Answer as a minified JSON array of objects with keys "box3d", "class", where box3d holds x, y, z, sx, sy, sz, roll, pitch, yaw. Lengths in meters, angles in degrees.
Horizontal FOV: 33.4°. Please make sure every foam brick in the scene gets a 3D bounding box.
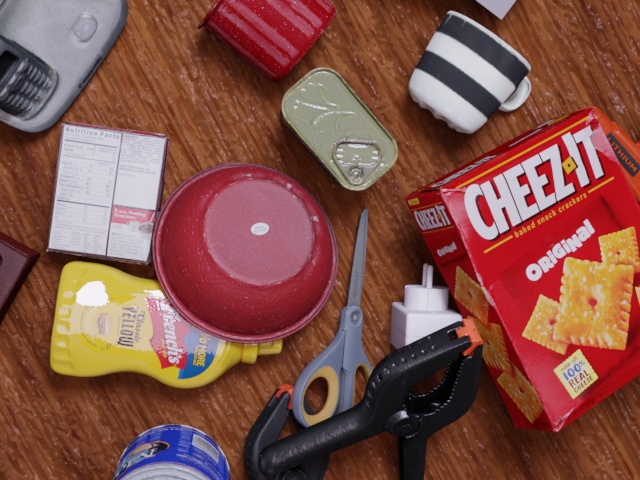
[{"box3d":[-0.280,0.033,0.896,0.053,0.051,0.078,29,91,-5],"class":"foam brick"}]

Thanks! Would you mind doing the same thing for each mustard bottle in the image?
[{"box3d":[-0.127,0.076,0.908,0.191,0.058,0.096,8,88,-5],"class":"mustard bottle"}]

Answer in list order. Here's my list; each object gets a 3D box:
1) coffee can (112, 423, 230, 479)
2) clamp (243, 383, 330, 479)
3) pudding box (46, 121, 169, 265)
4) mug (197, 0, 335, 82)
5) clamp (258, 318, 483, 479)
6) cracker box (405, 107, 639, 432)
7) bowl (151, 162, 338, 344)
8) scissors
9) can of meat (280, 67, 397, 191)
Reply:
[{"box3d":[-0.124,0.216,0.875,0.102,0.140,0.103,0,93,-5],"class":"coffee can"},{"box3d":[-0.038,0.214,0.924,0.120,0.039,0.171,-9,91,-30],"class":"clamp"},{"box3d":[-0.180,-0.040,0.907,0.090,0.039,0.113,8,91,-5],"class":"pudding box"},{"box3d":[-0.037,-0.194,0.892,0.081,0.093,0.117,39,53,-11],"class":"mug"},{"box3d":[0.071,0.149,0.885,0.164,0.036,0.210,28,116,-31],"class":"clamp"},{"box3d":[0.191,0.022,0.868,0.164,0.072,0.213,-28,96,-21],"class":"cracker box"},{"box3d":[-0.056,0.001,0.882,0.162,0.055,0.162,5,70,-14],"class":"bowl"},{"box3d":[0.012,0.077,0.923,0.096,0.016,0.202,-8,95,-36],"class":"scissors"},{"box3d":[0.012,-0.091,0.896,0.057,0.084,0.102,-42,96,-2],"class":"can of meat"}]
